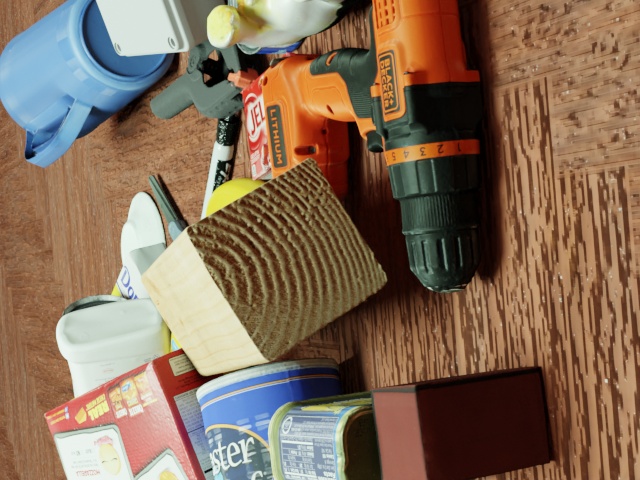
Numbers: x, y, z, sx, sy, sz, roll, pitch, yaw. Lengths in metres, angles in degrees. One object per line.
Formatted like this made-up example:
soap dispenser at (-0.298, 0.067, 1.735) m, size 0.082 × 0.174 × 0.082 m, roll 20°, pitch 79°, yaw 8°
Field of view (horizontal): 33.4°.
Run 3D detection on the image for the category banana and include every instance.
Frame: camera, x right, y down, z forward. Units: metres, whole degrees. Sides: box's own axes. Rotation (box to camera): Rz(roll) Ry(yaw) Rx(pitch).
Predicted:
banana at (-0.052, -0.015, 0.843) m, size 0.198 × 0.037 × 0.070 m, roll 33°, pitch 121°, yaw 58°

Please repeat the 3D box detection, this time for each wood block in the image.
wood block at (-0.046, 0.026, 0.700) m, size 0.090 × 0.090 × 0.206 m, roll 58°, pitch 161°, yaw 0°

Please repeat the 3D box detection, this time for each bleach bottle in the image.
bleach bottle at (-0.179, 0.178, 1.023) m, size 0.068 × 0.102 × 0.251 m, roll -120°, pitch 22°, yaw -56°

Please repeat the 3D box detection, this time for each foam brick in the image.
foam brick at (0.074, 0.098, 0.566) m, size 0.053 × 0.078 × 0.051 m, roll 158°, pitch 106°, yaw -65°

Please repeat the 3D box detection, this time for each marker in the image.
marker at (-0.088, -0.057, 0.929) m, size 0.020 × 0.020 × 0.121 m, roll 54°, pitch 140°, yaw 46°

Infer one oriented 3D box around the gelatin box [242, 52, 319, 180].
gelatin box at (-0.027, -0.090, 0.790) m, size 0.089 × 0.030 × 0.073 m, roll -23°, pitch 72°, yaw 61°

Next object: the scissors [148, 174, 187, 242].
scissors at (-0.129, -0.016, 1.022) m, size 0.096 × 0.016 × 0.202 m, roll -61°, pitch 42°, yaw 45°

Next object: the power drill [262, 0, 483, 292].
power drill at (0.031, -0.060, 0.653) m, size 0.188 × 0.057 × 0.184 m, roll -5°, pitch 90°, yaw 62°

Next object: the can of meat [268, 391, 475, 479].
can of meat at (0.034, 0.119, 0.624) m, size 0.084 × 0.101 × 0.057 m, roll -16°, pitch 79°, yaw 61°

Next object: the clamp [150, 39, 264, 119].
clamp at (-0.098, -0.139, 0.904) m, size 0.172 × 0.039 × 0.120 m, roll 47°, pitch 126°, yaw 54°

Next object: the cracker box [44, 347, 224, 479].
cracker box at (-0.114, 0.204, 0.829) m, size 0.164 × 0.071 × 0.214 m, roll -28°, pitch 82°, yaw 42°

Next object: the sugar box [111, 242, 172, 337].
sugar box at (-0.182, 0.087, 1.098) m, size 0.093 × 0.048 × 0.176 m, roll 62°, pitch 149°, yaw 21°

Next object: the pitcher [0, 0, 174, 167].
pitcher at (-0.243, -0.175, 1.100) m, size 0.243 × 0.144 × 0.149 m, roll -8°, pitch 107°, yaw 61°

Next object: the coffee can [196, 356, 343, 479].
coffee can at (-0.023, 0.162, 0.739) m, size 0.103 × 0.102 × 0.140 m, roll -42°, pitch 57°, yaw 58°
